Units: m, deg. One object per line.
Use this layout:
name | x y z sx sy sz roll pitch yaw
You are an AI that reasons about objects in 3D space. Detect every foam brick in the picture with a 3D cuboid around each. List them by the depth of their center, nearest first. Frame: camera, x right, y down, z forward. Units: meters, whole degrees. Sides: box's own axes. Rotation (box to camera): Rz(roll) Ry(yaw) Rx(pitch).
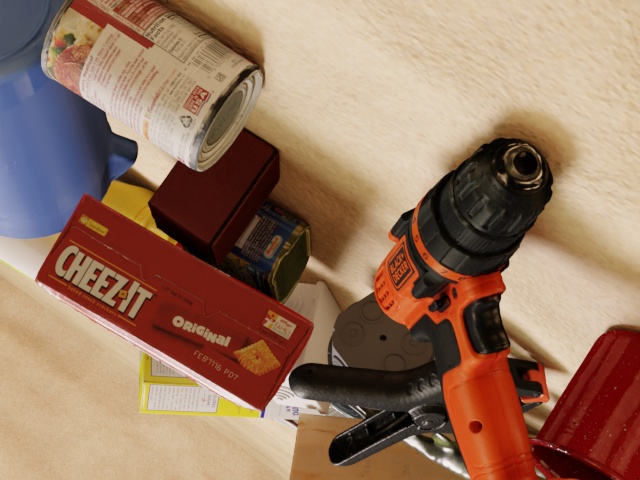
foam brick | -0.068 -0.032 0.694 0.051 0.078 0.053 32 164 8

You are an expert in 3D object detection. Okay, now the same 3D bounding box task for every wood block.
wood block | 0.083 0.211 0.909 0.206 0.090 0.091 4 153 10

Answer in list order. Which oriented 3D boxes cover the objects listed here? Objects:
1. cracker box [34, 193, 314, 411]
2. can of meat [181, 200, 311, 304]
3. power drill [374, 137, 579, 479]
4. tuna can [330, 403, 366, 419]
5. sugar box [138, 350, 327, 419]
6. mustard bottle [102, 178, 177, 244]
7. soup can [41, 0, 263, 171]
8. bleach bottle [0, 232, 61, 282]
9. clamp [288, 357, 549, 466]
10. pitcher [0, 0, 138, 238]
cracker box | -0.094 0.051 0.743 0.164 0.072 0.214 29 173 1
can of meat | -0.055 0.001 0.804 0.084 0.057 0.102 30 164 11
power drill | 0.088 0.061 0.516 0.185 0.057 0.188 117 139 -68
tuna can | 0.029 0.164 1.147 0.086 0.033 0.086 33 164 10
sugar box | -0.082 0.124 1.010 0.176 0.048 0.093 7 -149 -13
mustard bottle | -0.202 -0.035 0.998 0.192 0.058 0.096 24 169 34
soup can | -0.091 -0.092 0.585 0.102 0.068 0.068 33 164 7
bleach bottle | -0.221 0.049 1.067 0.251 0.068 0.102 35 175 -1
clamp | 0.064 0.105 0.723 0.172 0.039 0.120 -19 144 15
pitcher | -0.221 -0.099 0.711 0.145 0.149 0.243 46 163 9
